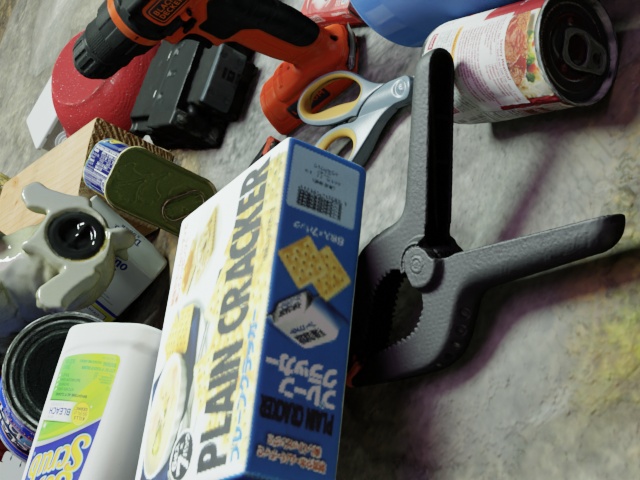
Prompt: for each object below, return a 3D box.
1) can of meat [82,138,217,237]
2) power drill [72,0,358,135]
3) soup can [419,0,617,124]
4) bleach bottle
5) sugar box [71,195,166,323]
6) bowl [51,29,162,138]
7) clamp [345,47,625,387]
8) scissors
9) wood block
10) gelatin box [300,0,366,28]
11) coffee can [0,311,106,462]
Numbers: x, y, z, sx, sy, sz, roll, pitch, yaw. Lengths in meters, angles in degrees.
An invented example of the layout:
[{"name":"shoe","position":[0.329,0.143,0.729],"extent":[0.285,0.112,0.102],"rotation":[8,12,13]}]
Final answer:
[{"name":"can of meat","position":[-0.155,-0.049,0.958],"extent":[0.084,0.102,0.057],"rotation":[25,89,59]},{"name":"power drill","position":[-0.078,-0.153,0.837],"extent":[0.185,0.187,0.057],"rotation":[-32,47,38]},{"name":"soup can","position":[0.117,-0.108,0.643],"extent":[0.102,0.068,0.068],"rotation":[-3,67,55]},{"name":"bleach bottle","position":[-0.168,0.184,0.739],"extent":[0.103,0.068,0.250],"rotation":[-4,62,40]},{"name":"sugar box","position":[-0.231,0.047,1.007],"extent":[0.176,0.093,0.048],"rotation":[-42,9,28]},{"name":"bowl","position":[-0.240,-0.177,1.158],"extent":[0.162,0.055,0.162],"rotation":[-14,64,30]},{"name":"clamp","position":[0.066,0.003,0.636],"extent":[0.210,0.036,0.165],"rotation":[-54,54,34]},{"name":"scissors","position":[0.054,-0.088,0.765],"extent":[0.202,0.016,0.096],"rotation":[3,84,46]},{"name":"wood block","position":[-0.249,-0.036,1.090],"extent":[0.207,0.090,0.090],"rotation":[-23,52,46]},{"name":"gelatin box","position":[0.025,-0.220,0.879],"extent":[0.073,0.030,0.089],"rotation":[10,77,56]},{"name":"coffee can","position":[-0.215,0.127,0.886],"extent":[0.140,0.102,0.103],"rotation":[133,149,-63]}]
